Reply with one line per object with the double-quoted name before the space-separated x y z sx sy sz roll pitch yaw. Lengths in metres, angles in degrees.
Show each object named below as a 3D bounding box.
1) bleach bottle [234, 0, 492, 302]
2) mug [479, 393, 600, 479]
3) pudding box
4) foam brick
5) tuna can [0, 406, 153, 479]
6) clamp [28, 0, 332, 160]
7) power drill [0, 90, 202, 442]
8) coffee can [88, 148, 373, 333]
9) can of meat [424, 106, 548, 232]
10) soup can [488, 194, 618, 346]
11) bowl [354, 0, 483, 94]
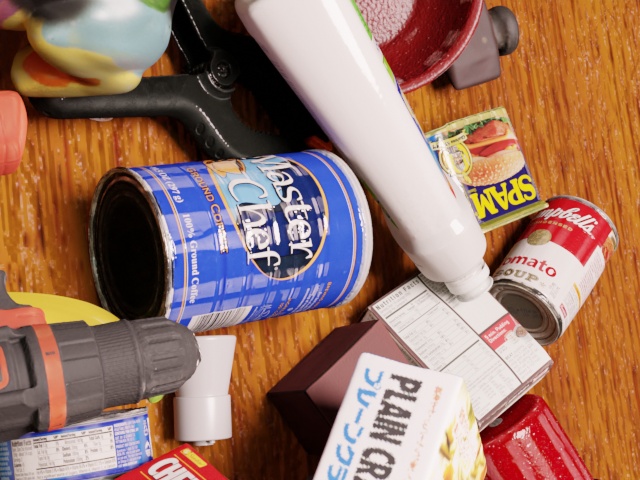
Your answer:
"bleach bottle" 0.039 -0.066 0.699 0.068 0.102 0.250 -32 110 6
"mug" 0.132 0.167 0.741 0.117 0.093 0.081 -34 94 -33
"pudding box" 0.092 0.073 0.742 0.089 0.039 0.113 -32 69 -34
"foam brick" 0.015 0.097 0.700 0.078 0.051 0.053 -40 103 -34
"tuna can" -0.134 0.112 0.575 0.085 0.086 0.034 -4 83 -35
"clamp" -0.075 -0.115 0.687 0.209 0.036 0.164 25 65 -35
"power drill" -0.168 0.012 0.542 0.184 0.057 0.188 -8 59 -26
"coffee can" -0.054 0.001 0.644 0.140 0.103 0.103 -9 84 -35
"can of meat" 0.111 -0.046 0.796 0.101 0.058 0.084 -20 87 -38
"soup can" 0.175 0.023 0.816 0.068 0.069 0.102 50 57 -14
"bowl" 0.031 -0.180 0.750 0.162 0.055 0.162 -1 97 -8
